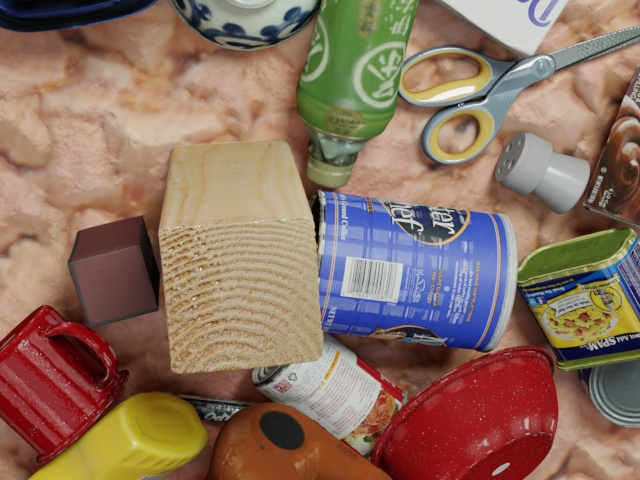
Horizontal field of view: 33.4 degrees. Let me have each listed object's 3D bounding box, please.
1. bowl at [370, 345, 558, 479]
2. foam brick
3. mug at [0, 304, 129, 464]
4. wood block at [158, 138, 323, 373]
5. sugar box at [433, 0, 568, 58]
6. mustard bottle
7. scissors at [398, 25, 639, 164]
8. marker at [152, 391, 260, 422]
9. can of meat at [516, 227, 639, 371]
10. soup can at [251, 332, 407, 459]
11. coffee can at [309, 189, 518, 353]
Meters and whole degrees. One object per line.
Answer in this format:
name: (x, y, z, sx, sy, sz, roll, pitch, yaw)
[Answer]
bowl: (0.120, 0.151, 0.798, 0.162, 0.055, 0.162, -21, 144, -16)
foam brick: (-0.146, 0.021, 0.766, 0.051, 0.078, 0.053, -15, 109, -3)
mug: (-0.194, 0.096, 0.774, 0.081, 0.093, 0.117, 47, 129, -12)
wood block: (-0.054, 0.001, 0.700, 0.090, 0.206, 0.091, -5, 108, -4)
sugar box: (0.153, -0.222, 0.728, 0.093, 0.048, 0.176, 32, 100, -2)
mustard bottle: (-0.180, 0.187, 0.806, 0.192, 0.096, 0.058, -38, 69, 20)
scissors: (0.154, -0.107, 0.784, 0.201, 0.016, 0.096, -4, 105, -3)
marker: (-0.073, 0.134, 0.839, 0.121, 0.020, 0.020, 7, 107, -8)
can of meat: (0.206, 0.043, 0.798, 0.102, 0.057, 0.084, -18, 111, 43)
soup can: (0.006, 0.112, 0.814, 0.102, 0.068, 0.068, 39, 100, -15)
coffee can: (0.059, 0.023, 0.772, 0.140, 0.103, 0.103, 7, 107, -7)
